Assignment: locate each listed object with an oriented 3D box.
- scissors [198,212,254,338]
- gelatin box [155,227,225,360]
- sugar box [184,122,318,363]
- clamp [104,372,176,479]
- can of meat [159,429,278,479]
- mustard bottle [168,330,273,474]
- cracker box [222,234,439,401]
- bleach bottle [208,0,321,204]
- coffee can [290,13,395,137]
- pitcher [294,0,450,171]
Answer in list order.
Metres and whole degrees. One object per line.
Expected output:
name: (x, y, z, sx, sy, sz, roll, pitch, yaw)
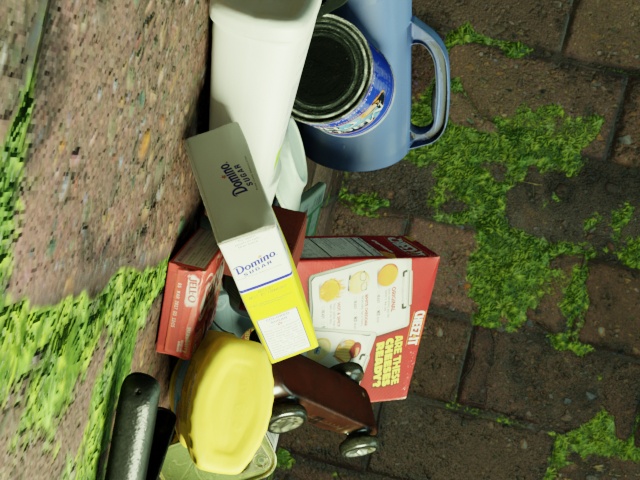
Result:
scissors: (-0.072, 0.051, 0.915, 0.016, 0.096, 0.202, 49, -41, 40)
gelatin box: (-0.095, 0.039, 0.806, 0.089, 0.030, 0.073, -68, 171, -71)
sugar box: (-0.045, 0.006, 0.759, 0.176, 0.048, 0.093, 78, -8, -58)
clamp: (-0.135, 0.197, 0.721, 0.164, 0.036, 0.210, 95, 8, -80)
can of meat: (-0.086, 0.175, 0.936, 0.084, 0.102, 0.057, -74, 141, -73)
mustard bottle: (-0.085, 0.120, 0.839, 0.192, 0.058, 0.096, 174, -74, -75)
cracker box: (-0.003, 0.079, 1.051, 0.072, 0.213, 0.164, 40, -56, 52)
bleach bottle: (-0.051, -0.087, 0.782, 0.251, 0.068, 0.102, 103, 3, -46)
coffee can: (0.013, -0.158, 1.041, 0.140, 0.103, 0.103, -2, 106, -77)
pitcher: (0.052, -0.207, 1.180, 0.145, 0.149, 0.243, 42, -37, 41)
